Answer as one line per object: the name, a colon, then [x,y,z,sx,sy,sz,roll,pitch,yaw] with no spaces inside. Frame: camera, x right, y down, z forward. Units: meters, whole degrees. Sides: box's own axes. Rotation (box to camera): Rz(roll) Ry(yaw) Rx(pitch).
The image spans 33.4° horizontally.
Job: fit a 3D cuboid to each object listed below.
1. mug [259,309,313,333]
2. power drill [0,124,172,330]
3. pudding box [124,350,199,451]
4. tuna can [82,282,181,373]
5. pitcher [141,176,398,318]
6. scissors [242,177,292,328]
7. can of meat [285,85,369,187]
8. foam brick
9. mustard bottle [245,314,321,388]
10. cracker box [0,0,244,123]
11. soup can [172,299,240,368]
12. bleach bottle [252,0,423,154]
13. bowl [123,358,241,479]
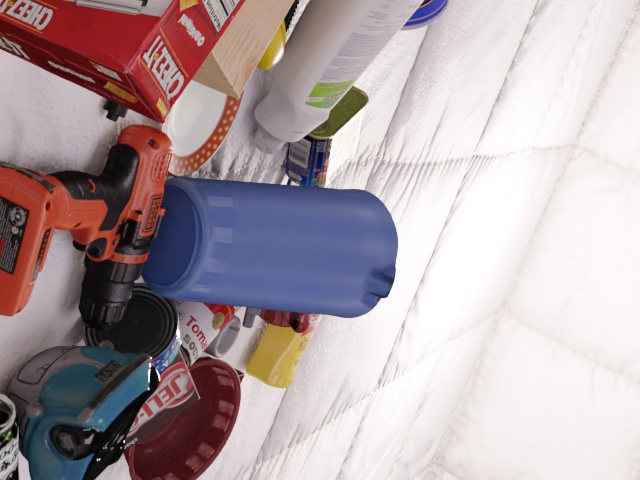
mug: [-0.034,0.056,1.240,0.093,0.117,0.082,-8,139,-19]
power drill: [-0.194,0.002,0.836,0.187,0.057,0.184,-23,133,-66]
pudding box: [-0.178,0.145,1.011,0.113,0.039,0.090,-32,135,-18]
tuna can: [-0.168,0.083,0.959,0.086,0.086,0.034,-53,160,-26]
pitcher: [-0.057,0.001,1.017,0.242,0.149,0.145,6,68,-45]
scissors: [-0.058,0.014,1.181,0.201,0.016,0.096,-77,-174,-46]
can of meat: [0.005,-0.117,1.194,0.102,0.057,0.084,-46,157,-39]
foam brick: [-0.132,0.179,1.227,0.078,0.051,0.053,-66,160,7]
mustard bottle: [-0.028,0.095,1.379,0.191,0.058,0.096,-64,162,0]
cracker box: [-0.109,-0.195,0.633,0.213,0.164,0.072,-59,158,-13]
soup can: [-0.128,0.073,1.077,0.102,0.069,0.068,-50,157,-32]
bleach bottle: [0.001,-0.174,1.019,0.102,0.068,0.251,-8,148,-45]
bowl: [-0.159,0.189,1.138,0.161,0.055,0.162,-33,137,-38]
